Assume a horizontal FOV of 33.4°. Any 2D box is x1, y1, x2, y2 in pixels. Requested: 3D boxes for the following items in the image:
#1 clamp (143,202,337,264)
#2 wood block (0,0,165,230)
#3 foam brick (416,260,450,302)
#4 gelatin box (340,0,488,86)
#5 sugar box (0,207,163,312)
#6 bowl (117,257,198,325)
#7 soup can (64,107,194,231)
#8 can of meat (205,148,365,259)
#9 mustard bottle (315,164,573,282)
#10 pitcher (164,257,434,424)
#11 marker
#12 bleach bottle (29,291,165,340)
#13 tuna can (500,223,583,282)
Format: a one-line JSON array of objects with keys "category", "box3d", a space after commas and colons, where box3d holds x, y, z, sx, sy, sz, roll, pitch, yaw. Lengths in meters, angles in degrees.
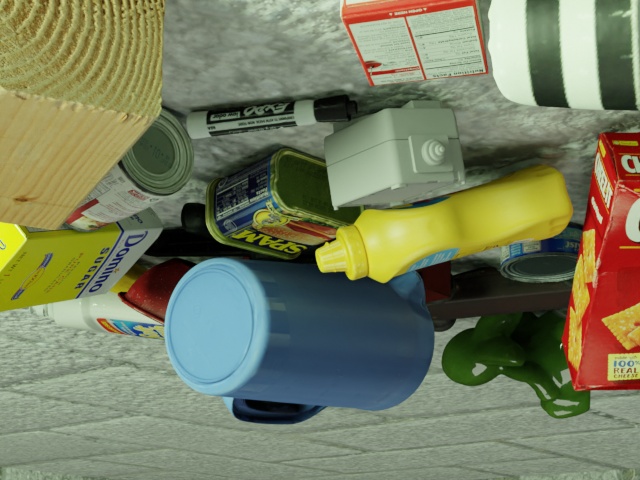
[{"category": "clamp", "box3d": [-0.056, 0.001, 0.971, 0.209, 0.036, 0.165, 7, 170, -28]}, {"category": "wood block", "box3d": [-0.172, -0.082, 0.646, 0.090, 0.090, 0.206, 9, 159, -27]}, {"category": "foam brick", "box3d": [0.081, 0.032, 1.035, 0.078, 0.053, 0.051, -14, 157, 36]}, {"category": "gelatin box", "box3d": [0.056, -0.123, 0.611, 0.073, 0.030, 0.089, -5, 161, 13]}, {"category": "sugar box", "box3d": [-0.208, 0.010, 0.847, 0.093, 0.048, 0.176, -45, 162, 22]}, {"category": "bowl", "box3d": [-0.109, 0.059, 1.021, 0.162, 0.055, 0.162, 23, 180, 0]}, {"category": "soup can", "box3d": [-0.147, -0.051, 0.771, 0.068, 0.068, 0.102, 16, 155, -39]}, {"category": "can of meat", "box3d": [-0.027, -0.029, 0.855, 0.101, 0.057, 0.084, 16, 153, -40]}, {"category": "mustard bottle", "box3d": [0.089, -0.008, 0.823, 0.191, 0.058, 0.096, -15, 178, -10]}, {"category": "pitcher", "box3d": [-0.022, 0.088, 0.920, 0.145, 0.149, 0.242, -3, 172, 36]}, {"category": "marker", "box3d": [-0.034, -0.086, 0.740, 0.121, 0.020, 0.020, -5, 161, 15]}, {"category": "bleach bottle", "box3d": [-0.187, 0.077, 1.165, 0.250, 0.068, 0.102, 4, 161, -3]}, {"category": "tuna can", "box3d": [0.211, 0.012, 1.001, 0.086, 0.034, 0.086, 1, 161, 0]}]
